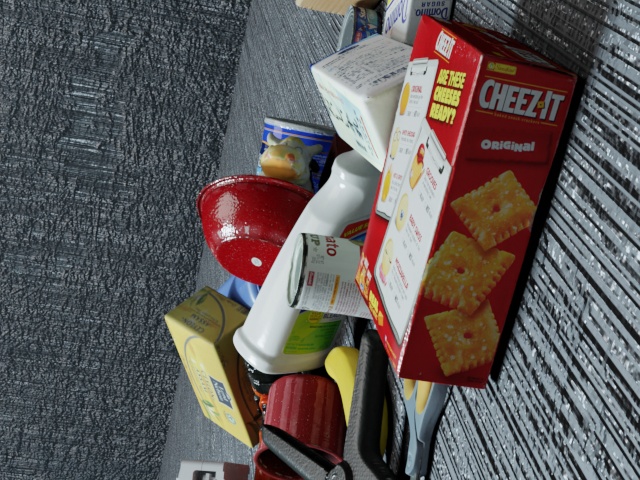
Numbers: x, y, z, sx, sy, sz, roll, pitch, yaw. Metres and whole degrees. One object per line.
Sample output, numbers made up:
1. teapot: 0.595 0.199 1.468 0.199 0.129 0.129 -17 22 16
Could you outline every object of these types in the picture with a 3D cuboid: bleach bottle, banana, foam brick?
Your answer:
1. bleach bottle: 0.004 0.009 1.031 0.068 0.102 0.251 42 119 38
2. banana: 0.030 0.142 0.973 0.198 0.037 0.070 -103 35 -61
3. foam brick: 0.031 -0.066 1.119 0.053 0.051 0.078 -91 15 -46

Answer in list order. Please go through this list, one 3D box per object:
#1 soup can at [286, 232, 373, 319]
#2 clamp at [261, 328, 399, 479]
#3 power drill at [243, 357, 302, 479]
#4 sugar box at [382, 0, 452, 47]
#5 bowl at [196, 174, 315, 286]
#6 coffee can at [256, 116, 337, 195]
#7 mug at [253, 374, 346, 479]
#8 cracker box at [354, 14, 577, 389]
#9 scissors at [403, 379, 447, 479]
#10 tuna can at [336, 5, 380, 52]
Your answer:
1. soup can: 0.027 0.033 0.926 0.068 0.102 0.068 -171 90 -80
2. clamp: 0.017 0.199 0.879 0.165 0.036 0.210 -40 48 36
3. power drill: -0.057 0.211 1.140 0.184 0.057 0.187 68 -152 -48
4. sugar box: 0.095 -0.256 0.966 0.093 0.048 0.176 -152 72 -79
5. bowl: -0.057 0.001 1.104 0.162 0.162 0.055 116 171 -57
6. coffee can: -0.029 -0.074 1.309 0.103 0.102 0.140 -131 50 -76
7. mug: -0.016 0.193 1.068 0.117 0.093 0.081 96 -179 -54
8. cracker box: 0.091 -0.032 0.728 0.164 0.072 0.214 -111 33 -68
9. scissors: 0.071 0.157 0.821 0.096 0.016 0.202 -127 47 -78
10. tuna can: 0.043 -0.228 1.244 0.086 0.033 0.086 -171 90 -80
